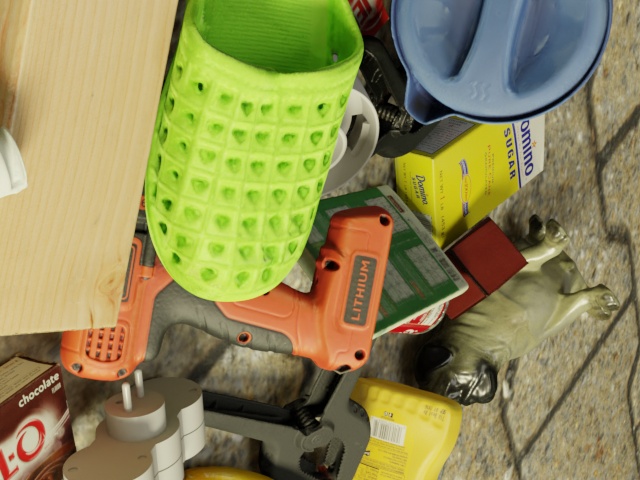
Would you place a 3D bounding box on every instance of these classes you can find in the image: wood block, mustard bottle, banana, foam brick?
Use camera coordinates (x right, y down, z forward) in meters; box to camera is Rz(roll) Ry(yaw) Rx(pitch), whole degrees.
[{"bbox_3d":[-0.146,-0.065,0.542,0.090,0.090,0.206,0,106,-51],"label":"wood block"},{"bbox_3d":[0.053,0.217,0.894,0.058,0.096,0.191,14,89,-62],"label":"mustard bottle"},{"bbox_3d":[-0.036,0.222,0.828,0.069,0.037,0.197,-27,133,2],"label":"banana"},{"bbox_3d":[0.127,0.025,0.899,0.053,0.051,0.078,-37,174,-23],"label":"foam brick"}]

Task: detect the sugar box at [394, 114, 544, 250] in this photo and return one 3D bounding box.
[{"bbox_3d":[0.134,-0.069,0.925,0.175,0.048,0.093,-34,131,-37],"label":"sugar box"}]

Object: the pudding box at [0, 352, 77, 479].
[{"bbox_3d":[-0.188,0.130,0.600,0.113,0.039,0.090,-43,137,-52],"label":"pudding box"}]

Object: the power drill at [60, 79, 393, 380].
[{"bbox_3d":[-0.054,0.001,0.646,0.187,0.057,0.184,10,92,-15],"label":"power drill"}]

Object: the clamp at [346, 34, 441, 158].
[{"bbox_3d":[0.046,-0.088,0.803,0.171,0.039,0.120,-1,125,-60],"label":"clamp"}]

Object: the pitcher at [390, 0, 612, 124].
[{"bbox_3d":[0.139,-0.163,0.753,0.242,0.149,0.145,-40,124,-74],"label":"pitcher"}]

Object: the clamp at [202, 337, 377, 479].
[{"bbox_3d":[-0.020,0.141,0.814,0.164,0.036,0.210,-21,136,-14],"label":"clamp"}]
